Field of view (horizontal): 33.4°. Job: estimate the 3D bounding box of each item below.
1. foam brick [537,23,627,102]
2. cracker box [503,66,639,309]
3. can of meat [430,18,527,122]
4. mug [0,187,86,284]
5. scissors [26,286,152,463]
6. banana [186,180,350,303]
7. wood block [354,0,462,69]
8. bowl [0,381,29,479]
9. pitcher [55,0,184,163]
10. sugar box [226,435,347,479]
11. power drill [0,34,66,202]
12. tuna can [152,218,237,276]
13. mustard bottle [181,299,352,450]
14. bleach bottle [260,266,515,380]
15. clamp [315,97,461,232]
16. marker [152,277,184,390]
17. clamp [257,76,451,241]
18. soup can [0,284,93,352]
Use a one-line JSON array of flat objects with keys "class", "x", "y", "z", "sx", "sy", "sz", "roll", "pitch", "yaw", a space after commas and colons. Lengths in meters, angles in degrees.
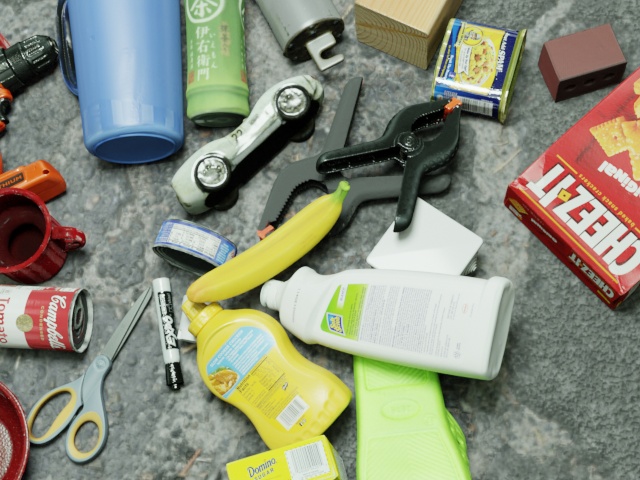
[{"class": "foam brick", "x": 0.283, "y": -0.193, "z": 1.158, "sx": 0.078, "sy": 0.053, "sz": 0.051, "roll": -17, "pitch": 72, "yaw": 1}, {"class": "cracker box", "x": 0.324, "y": -0.062, "z": 1.104, "sx": 0.213, "sy": 0.072, "sz": 0.164, "roll": -41, "pitch": 73, "yaw": -6}, {"class": "can of meat", "x": 0.172, "y": -0.188, "z": 1.167, "sx": 0.084, "sy": 0.057, "sz": 0.102, "roll": 14, "pitch": 74, "yaw": 12}, {"class": "mug", "x": -0.310, "y": -0.001, "z": 1.146, "sx": 0.117, "sy": 0.081, "sz": 0.093, "roll": -4, "pitch": 73, "yaw": 4}, {"class": "scissors", "x": -0.223, "y": 0.150, "z": 1.125, "sx": 0.201, "sy": 0.016, "sz": 0.096, "roll": -44, "pitch": 75, "yaw": -8}, {"class": "banana", "x": -0.050, "y": 0.007, "z": 1.090, "sx": 0.197, "sy": 0.069, "sz": 0.037, "roll": -37, "pitch": 61, "yaw": -7}, {"class": "wood block", "x": 0.124, "y": -0.312, "z": 1.193, "sx": 0.091, "sy": 0.090, "sz": 0.206, "roll": 26, "pitch": 77, "yaw": 12}, {"class": "bowl", "x": -0.369, "y": 0.216, "z": 1.099, "sx": 0.162, "sy": 0.055, "sz": 0.162, "roll": -2, "pitch": 73, "yaw": 5}, {"class": "pitcher", "x": -0.222, "y": -0.211, "z": 1.188, "sx": 0.145, "sy": 0.149, "sz": 0.243, "roll": -3, "pitch": 75, "yaw": -11}, {"class": "sugar box", "x": -0.026, "y": 0.223, "z": 0.997, "sx": 0.093, "sy": 0.176, "sz": 0.048, "roll": -16, "pitch": 74, "yaw": 0}, {"class": "power drill", "x": -0.354, "y": -0.126, "z": 1.202, "sx": 0.184, "sy": 0.057, "sz": 0.188, "roll": -28, "pitch": 69, "yaw": 3}, {"class": "tuna can", "x": -0.131, "y": 0.009, "z": 1.122, "sx": 0.086, "sy": 0.086, "sz": 0.033, "roll": 17, "pitch": 74, "yaw": 11}, {"class": "mustard bottle", "x": -0.067, "y": 0.127, "z": 1.076, "sx": 0.191, "sy": 0.058, "sz": 0.096, "roll": 42, "pitch": 101, "yaw": 6}, {"class": "bleach bottle", "x": 0.058, "y": 0.067, "z": 1.059, "sx": 0.251, "sy": 0.068, "sz": 0.102, "roll": 10, "pitch": 83, "yaw": 25}, {"class": "clamp", "x": 0.080, "y": -0.095, "z": 1.120, "sx": 0.120, "sy": 0.039, "sz": 0.171, "roll": 34, "pitch": 62, "yaw": 11}, {"class": "marker", "x": -0.162, "y": 0.099, "z": 1.132, "sx": 0.020, "sy": 0.020, "sz": 0.121, "roll": -11, "pitch": 73, "yaw": 2}, {"class": "clamp", "x": 0.013, "y": -0.073, "z": 1.158, "sx": 0.210, "sy": 0.036, "sz": 0.164, "roll": -31, "pitch": 73, "yaw": -5}, {"class": "soup can", "x": -0.300, "y": 0.082, "z": 1.127, "sx": 0.102, "sy": 0.068, "sz": 0.068, "roll": 3, "pitch": 73, "yaw": 7}]
